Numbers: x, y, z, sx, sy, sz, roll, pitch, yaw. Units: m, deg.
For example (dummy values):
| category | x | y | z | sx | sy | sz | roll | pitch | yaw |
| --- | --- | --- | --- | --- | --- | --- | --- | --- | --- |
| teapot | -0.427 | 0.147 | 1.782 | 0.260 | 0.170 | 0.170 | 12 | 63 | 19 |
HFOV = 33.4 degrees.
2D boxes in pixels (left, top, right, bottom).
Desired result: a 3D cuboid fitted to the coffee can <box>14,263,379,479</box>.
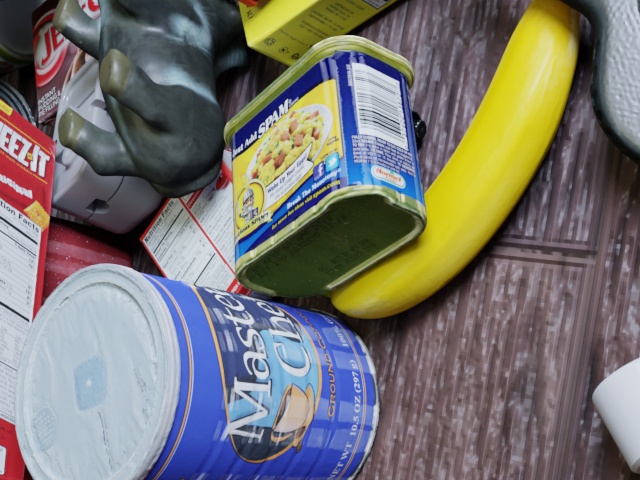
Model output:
| category | x | y | z | sx | sy | sz | roll | pitch | yaw |
| --- | --- | --- | --- | --- | --- | --- | --- | --- | --- |
| coffee can | -0.054 | 0.073 | 0.499 | 0.103 | 0.140 | 0.103 | -11 | 72 | 38 |

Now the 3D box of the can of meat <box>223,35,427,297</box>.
| category | x | y | z | sx | sy | sz | roll | pitch | yaw |
| --- | --- | --- | --- | --- | --- | --- | --- | --- | --- |
| can of meat | 0.001 | -0.030 | 0.496 | 0.102 | 0.057 | 0.084 | -35 | 48 | 40 |

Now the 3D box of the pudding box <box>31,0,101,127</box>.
| category | x | y | z | sx | sy | sz | roll | pitch | yaw |
| --- | --- | --- | --- | --- | --- | --- | --- | --- | --- |
| pudding box | -0.141 | -0.133 | 0.691 | 0.114 | 0.039 | 0.090 | -27 | 62 | 33 |

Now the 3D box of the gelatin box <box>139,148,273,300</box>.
| category | x | y | z | sx | sy | sz | roll | pitch | yaw |
| --- | --- | --- | --- | --- | --- | --- | --- | --- | --- |
| gelatin box | -0.054 | 0.001 | 0.591 | 0.073 | 0.030 | 0.089 | -54 | 50 | 18 |

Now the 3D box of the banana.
| category | x | y | z | sx | sy | sz | roll | pitch | yaw |
| --- | --- | --- | --- | --- | --- | --- | --- | --- | --- |
| banana | 0.061 | -0.027 | 0.494 | 0.198 | 0.037 | 0.070 | -49 | 55 | 21 |

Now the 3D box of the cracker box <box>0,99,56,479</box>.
| category | x | y | z | sx | sy | sz | roll | pitch | yaw |
| --- | --- | --- | --- | --- | --- | --- | --- | --- | --- |
| cracker box | -0.231 | 0.040 | 0.559 | 0.164 | 0.072 | 0.213 | -19 | 53 | 21 |

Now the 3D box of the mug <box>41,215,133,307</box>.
| category | x | y | z | sx | sy | sz | roll | pitch | yaw |
| --- | --- | --- | --- | --- | --- | --- | --- | --- | --- |
| mug | -0.170 | 0.038 | 0.646 | 0.093 | 0.081 | 0.117 | 4 | 82 | 41 |
